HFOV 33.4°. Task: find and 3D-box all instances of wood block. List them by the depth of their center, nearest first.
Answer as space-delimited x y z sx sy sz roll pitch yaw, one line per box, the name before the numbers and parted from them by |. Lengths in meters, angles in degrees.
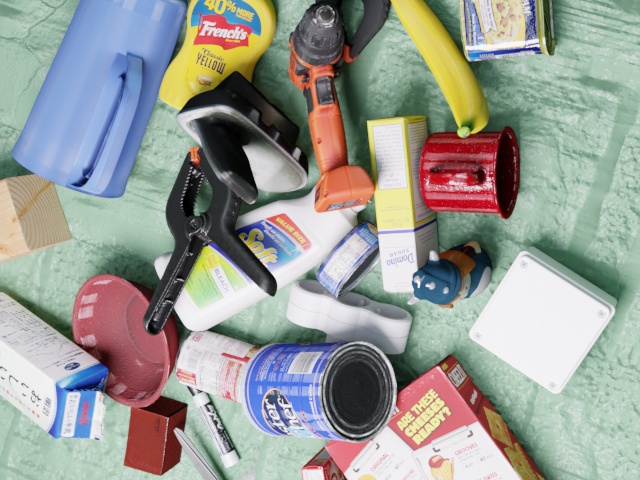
wood block | -0.423 -0.008 1.299 0.206 0.090 0.090 -17 91 22

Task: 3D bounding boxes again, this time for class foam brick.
foam brick | -0.196 0.231 1.271 0.053 0.051 0.078 14 103 17

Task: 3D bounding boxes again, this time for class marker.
marker | -0.130 0.210 1.260 0.020 0.020 0.121 -27 88 22

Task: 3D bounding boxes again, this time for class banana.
banana | 0.124 -0.179 1.071 0.037 0.069 0.198 -31 64 16

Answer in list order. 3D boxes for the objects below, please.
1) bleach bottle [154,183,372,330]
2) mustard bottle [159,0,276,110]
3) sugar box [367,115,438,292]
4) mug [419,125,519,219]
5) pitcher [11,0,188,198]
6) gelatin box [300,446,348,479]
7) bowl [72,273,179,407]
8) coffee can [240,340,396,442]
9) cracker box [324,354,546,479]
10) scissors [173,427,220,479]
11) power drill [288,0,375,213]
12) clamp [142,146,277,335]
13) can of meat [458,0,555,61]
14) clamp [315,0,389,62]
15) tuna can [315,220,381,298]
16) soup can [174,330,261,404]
bleach bottle | -0.058 0.001 1.180 0.251 0.068 0.102 -32 78 18
mustard bottle | -0.101 -0.226 1.163 0.096 0.058 0.192 24 105 6
sugar box | 0.087 -0.040 1.102 0.048 0.093 0.176 -1 97 21
mug | 0.145 -0.066 1.066 0.082 0.117 0.093 3 103 25
pitcher | -0.235 -0.173 1.181 0.149 0.144 0.243 28 104 14
gelatin box | 0.010 0.283 1.189 0.030 0.073 0.089 -7 95 21
bowl | -0.216 0.110 1.245 0.162 0.055 0.162 14 113 35
coffee can | -0.004 0.158 1.126 0.141 0.102 0.103 -9 96 51
cracker box | 0.136 0.256 1.140 0.164 0.072 0.214 -39 83 21
scissors | -0.094 0.300 1.250 0.096 0.016 0.202 -17 99 17
power drill | 0.010 -0.129 1.063 0.057 0.184 0.187 -9 83 -5
clamp | -0.134 -0.003 1.159 0.165 0.036 0.210 -25 58 20
can of meat | 0.184 -0.229 1.057 0.084 0.057 0.102 -2 97 22
clamp | 0.026 -0.277 1.117 0.120 0.039 0.171 18 104 17
tuna can | 0.035 0.020 1.134 0.034 0.086 0.086 42 110 12
soup can | -0.106 0.145 1.215 0.102 0.068 0.068 16 103 18
